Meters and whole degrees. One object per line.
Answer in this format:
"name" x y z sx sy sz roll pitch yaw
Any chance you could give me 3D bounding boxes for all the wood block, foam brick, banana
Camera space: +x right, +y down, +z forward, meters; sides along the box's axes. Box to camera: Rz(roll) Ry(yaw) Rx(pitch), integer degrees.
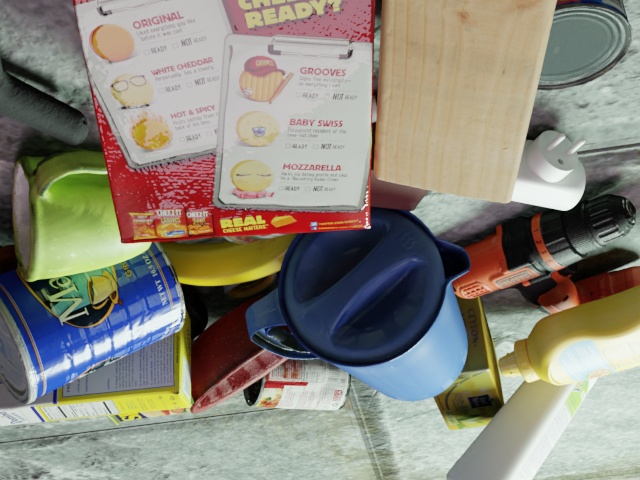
"wood block" 0.085 -0.124 0.610 0.090 0.090 0.206 11 147 9
"foam brick" 0.042 -0.059 0.801 0.078 0.053 0.051 6 149 -19
"banana" -0.070 0.003 0.901 0.198 0.069 0.037 -23 -173 26

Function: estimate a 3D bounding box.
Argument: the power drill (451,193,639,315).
"power drill" 0.235 0.027 0.986 0.185 0.057 0.187 -22 144 35

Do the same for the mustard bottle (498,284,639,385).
"mustard bottle" 0.255 0.090 0.980 0.192 0.058 0.096 -21 144 22

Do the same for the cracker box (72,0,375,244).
"cracker box" -0.051 -0.100 0.636 0.164 0.072 0.214 -3 133 -2

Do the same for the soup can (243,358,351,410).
"soup can" -0.026 0.147 1.150 0.102 0.068 0.069 6 149 -21

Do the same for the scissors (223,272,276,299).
"scissors" -0.056 0.001 0.933 0.096 0.016 0.202 8 149 -22

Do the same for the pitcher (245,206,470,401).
"pitcher" 0.049 0.069 0.921 0.149 0.145 0.242 27 171 22

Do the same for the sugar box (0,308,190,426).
"sugar box" -0.207 0.111 0.963 0.176 0.093 0.048 -7 148 5

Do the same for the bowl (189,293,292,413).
"bowl" -0.070 0.099 1.025 0.162 0.055 0.162 -33 169 -8

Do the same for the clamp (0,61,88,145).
"clamp" -0.226 -0.104 0.691 0.120 0.039 0.171 -10 151 0

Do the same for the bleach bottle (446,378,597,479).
"bleach bottle" 0.231 0.170 1.099 0.250 0.068 0.102 -51 152 -10

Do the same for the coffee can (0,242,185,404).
"coffee can" -0.196 0.056 0.863 0.140 0.103 0.103 -25 162 -30
